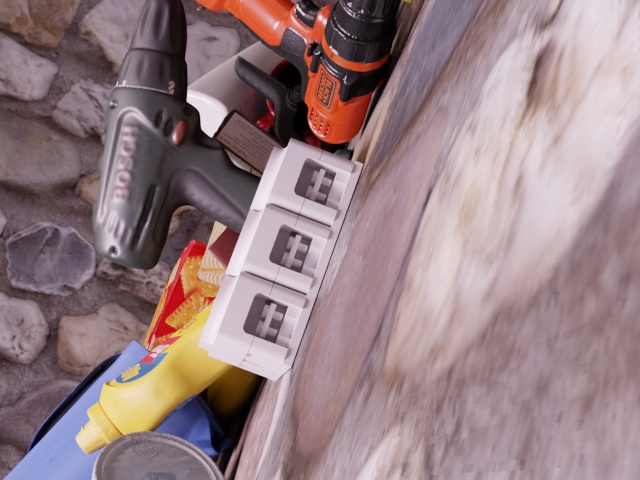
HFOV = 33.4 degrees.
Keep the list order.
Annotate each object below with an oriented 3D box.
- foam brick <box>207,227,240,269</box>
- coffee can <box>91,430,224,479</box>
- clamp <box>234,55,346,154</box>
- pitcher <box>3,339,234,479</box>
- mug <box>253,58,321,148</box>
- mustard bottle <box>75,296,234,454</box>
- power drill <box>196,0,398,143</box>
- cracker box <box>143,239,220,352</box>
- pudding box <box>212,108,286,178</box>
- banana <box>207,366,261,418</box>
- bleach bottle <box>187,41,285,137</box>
[{"bbox_3d":[-0.056,0.001,0.990,0.078,0.051,0.053,-48,-12,-1],"label":"foam brick"},{"bbox_3d":[-0.142,0.234,0.831,0.102,0.103,0.140,-75,7,-59],"label":"coffee can"},{"bbox_3d":[-0.007,-0.142,1.020,0.120,0.171,0.039,-35,-29,16],"label":"clamp"},{"bbox_3d":[-0.211,0.213,0.966,0.242,0.145,0.149,-44,-2,-13],"label":"pitcher"},{"bbox_3d":[-0.022,-0.130,1.104,0.117,0.093,0.081,-30,-13,-14],"label":"mug"},{"bbox_3d":[-0.118,0.107,0.872,0.191,0.058,0.096,-39,7,-6],"label":"mustard bottle"},{"bbox_3d":[-0.021,-0.185,0.816,0.057,0.188,0.185,-32,-21,-28],"label":"power drill"},{"bbox_3d":[-0.163,0.124,1.157,0.164,0.072,0.213,132,161,-67],"label":"cracker box"},{"bbox_3d":[-0.044,-0.069,0.985,0.039,0.113,0.090,-55,0,-6],"label":"pudding box"},{"bbox_3d":[-0.076,0.132,0.994,0.069,0.037,0.198,-41,-9,-31],"label":"banana"},{"bbox_3d":[-0.075,-0.160,1.162,0.250,0.068,0.103,-50,-21,-53],"label":"bleach bottle"}]
